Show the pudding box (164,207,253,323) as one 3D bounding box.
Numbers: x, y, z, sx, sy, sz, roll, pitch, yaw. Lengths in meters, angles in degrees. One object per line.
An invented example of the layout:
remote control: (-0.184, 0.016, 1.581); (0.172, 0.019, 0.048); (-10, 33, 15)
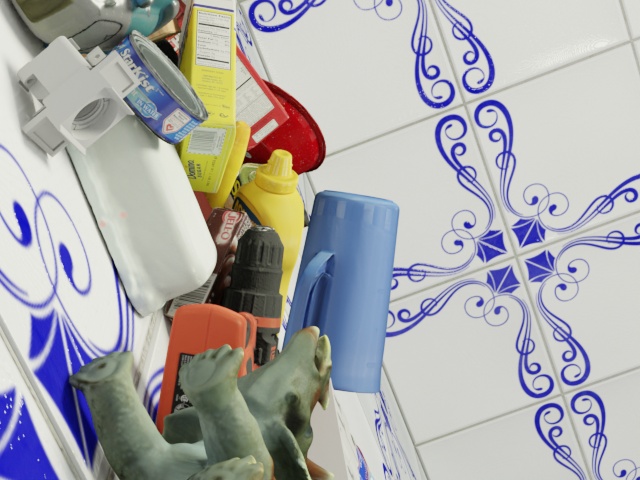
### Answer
pudding box: (-0.086, 0.041, 0.940); (0.113, 0.039, 0.090); (-66, 152, -24)

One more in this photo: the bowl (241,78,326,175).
bowl: (-0.075, -0.124, 1.296); (0.055, 0.162, 0.162); (-55, 141, -28)

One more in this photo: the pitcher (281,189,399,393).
pitcher: (0.023, 0.063, 1.318); (0.149, 0.145, 0.243); (-169, -92, -76)

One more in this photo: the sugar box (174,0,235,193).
sugar box: (-0.102, -0.140, 0.938); (0.093, 0.048, 0.176); (115, -25, -52)

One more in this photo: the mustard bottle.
mustard bottle: (-0.057, 0.001, 1.039); (0.096, 0.058, 0.192); (48, -49, 47)

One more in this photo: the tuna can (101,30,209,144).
tuna can: (-0.124, -0.114, 0.799); (0.086, 0.034, 0.086); (50, 9, -11)

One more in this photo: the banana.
banana: (-0.106, -0.045, 1.038); (0.069, 0.037, 0.198); (-64, -179, -27)

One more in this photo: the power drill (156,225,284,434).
power drill: (-0.068, 0.080, 0.827); (0.187, 0.057, 0.184); (-6, 103, -81)
